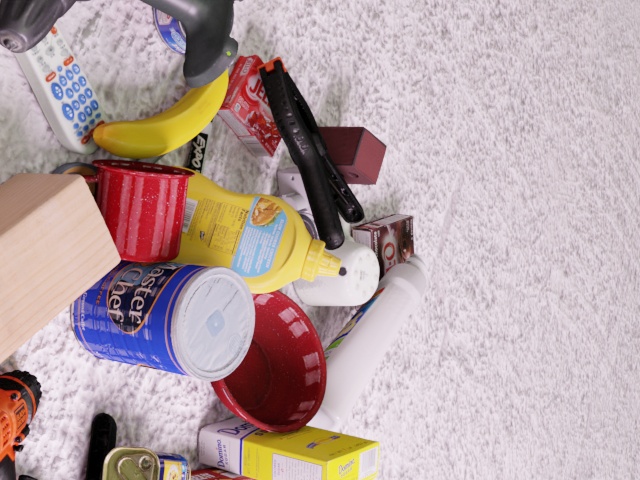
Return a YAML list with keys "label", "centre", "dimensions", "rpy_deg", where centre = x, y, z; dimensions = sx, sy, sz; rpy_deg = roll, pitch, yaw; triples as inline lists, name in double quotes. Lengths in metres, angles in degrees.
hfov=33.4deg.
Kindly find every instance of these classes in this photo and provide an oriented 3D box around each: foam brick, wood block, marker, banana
- label: "foam brick"
  centre: [0.028, -0.099, 1.245]
  dimensions: [0.052, 0.078, 0.051]
  rpy_deg: [33, 68, -46]
- label: "wood block"
  centre: [-0.273, 0.035, 0.861]
  dimensions: [0.205, 0.091, 0.090]
  rpy_deg: [-46, 128, -40]
- label: "marker"
  centre: [-0.125, -0.091, 1.096]
  dimensions: [0.020, 0.020, 0.121]
  rpy_deg: [20, 78, -51]
- label: "banana"
  centre: [-0.146, -0.120, 1.028]
  dimensions: [0.197, 0.037, 0.069]
  rpy_deg: [-46, 133, -42]

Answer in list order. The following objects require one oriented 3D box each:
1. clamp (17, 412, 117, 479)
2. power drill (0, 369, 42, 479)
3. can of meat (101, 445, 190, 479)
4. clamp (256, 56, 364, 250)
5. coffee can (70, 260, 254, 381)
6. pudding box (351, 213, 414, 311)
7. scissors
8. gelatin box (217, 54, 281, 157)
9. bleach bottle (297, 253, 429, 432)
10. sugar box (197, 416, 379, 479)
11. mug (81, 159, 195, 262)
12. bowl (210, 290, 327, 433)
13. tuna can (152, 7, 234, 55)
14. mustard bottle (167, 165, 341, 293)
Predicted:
- label: "clamp"
  centre: [-0.223, 0.259, 0.992]
  dimensions: [0.120, 0.039, 0.171]
  rpy_deg: [-22, 107, -50]
- label: "power drill"
  centre: [-0.254, 0.204, 0.860]
  dimensions: [0.184, 0.057, 0.188]
  rpy_deg: [-109, -167, -86]
- label: "can of meat"
  centre: [-0.163, 0.248, 1.007]
  dimensions: [0.084, 0.057, 0.102]
  rpy_deg: [38, 53, -68]
- label: "clamp"
  centre: [-0.009, -0.094, 1.140]
  dimensions: [0.210, 0.036, 0.164]
  rpy_deg: [67, 13, 1]
- label: "coffee can"
  centre: [-0.146, 0.069, 0.987]
  dimensions: [0.102, 0.141, 0.103]
  rpy_deg: [-8, 100, -52]
- label: "pudding box"
  centre: [0.081, 0.029, 1.360]
  dimensions: [0.089, 0.039, 0.113]
  rpy_deg: [-19, 108, -49]
- label: "scissors"
  centre: [-0.192, -0.073, 1.014]
  dimensions: [0.201, 0.016, 0.096]
  rpy_deg: [-60, 136, -29]
- label: "gelatin box"
  centre: [-0.069, -0.145, 1.154]
  dimensions: [0.089, 0.030, 0.073]
  rpy_deg: [49, 56, -43]
- label: "bleach bottle"
  centre: [0.054, 0.115, 1.268]
  dimensions: [0.068, 0.103, 0.250]
  rpy_deg: [40, 60, -3]
- label: "sugar box"
  centre: [-0.035, 0.222, 1.118]
  dimensions: [0.093, 0.177, 0.048]
  rpy_deg: [-6, 101, -52]
- label: "mug"
  centre: [-0.175, -0.028, 0.964]
  dimensions: [0.117, 0.093, 0.081]
  rpy_deg: [4, 99, -23]
- label: "bowl"
  centre: [-0.069, 0.131, 1.139]
  dimensions: [0.161, 0.055, 0.162]
  rpy_deg: [23, 56, -38]
- label: "tuna can"
  centre: [-0.126, -0.229, 1.068]
  dimensions: [0.085, 0.034, 0.086]
  rpy_deg: [-8, 100, -52]
- label: "mustard bottle"
  centre: [-0.073, -0.001, 1.039]
  dimensions: [0.058, 0.191, 0.096]
  rpy_deg: [92, 16, -75]
